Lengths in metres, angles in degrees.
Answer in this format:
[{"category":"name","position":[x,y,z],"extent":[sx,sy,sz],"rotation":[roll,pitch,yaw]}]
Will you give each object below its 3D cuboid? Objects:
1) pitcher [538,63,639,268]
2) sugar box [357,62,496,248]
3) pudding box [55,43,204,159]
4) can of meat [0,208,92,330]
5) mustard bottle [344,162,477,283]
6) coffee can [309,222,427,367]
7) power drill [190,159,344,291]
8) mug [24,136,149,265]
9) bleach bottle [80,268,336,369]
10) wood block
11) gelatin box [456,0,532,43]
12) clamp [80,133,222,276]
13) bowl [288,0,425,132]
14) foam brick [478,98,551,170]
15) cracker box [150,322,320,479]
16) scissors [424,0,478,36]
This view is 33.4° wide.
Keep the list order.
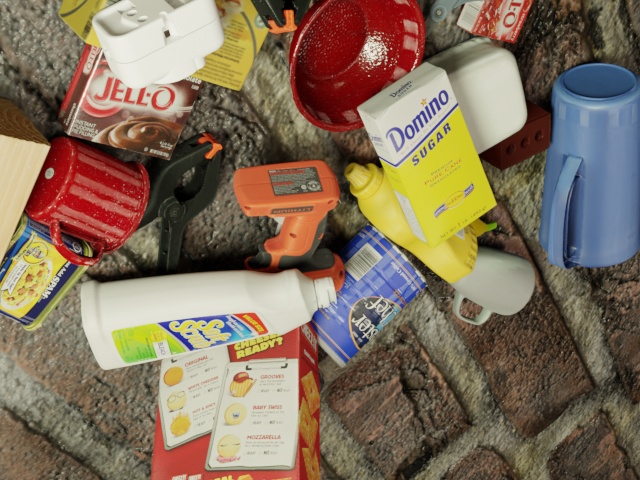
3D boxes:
[{"category":"pitcher","position":[0.340,-0.089,1.342],"extent":[0.145,0.149,0.243],"rotation":[-10,127,-2]},{"category":"sugar box","position":[0.115,-0.087,1.122],"extent":[0.093,0.048,0.176],"rotation":[-35,125,-11]},{"category":"pudding box","position":[-0.174,-0.131,0.980],"extent":[0.113,0.039,0.090],"rotation":[11,114,-42]},{"category":"can of meat","position":[-0.281,0.023,1.001],"extent":[0.102,0.057,0.083],"rotation":[-50,135,4]},{"category":"mustard bottle","position":[0.099,-0.033,1.219],"extent":[0.058,0.096,0.191],"rotation":[-33,128,32]},{"category":"coffee can","position":[0.040,0.064,1.246],"extent":[0.140,0.103,0.102],"rotation":[-44,137,-3]},{"category":"power drill","position":[-0.057,0.001,1.114],"extent":[0.184,0.057,0.188],"rotation":[-8,144,-14]},{"category":"mug","position":[-0.218,-0.034,0.972],"extent":[0.093,0.117,0.081],"rotation":[-18,149,40]},{"category":"bleach bottle","position":[-0.109,0.068,1.089],"extent":[0.250,0.068,0.102],"rotation":[-10,143,-3]},{"category":"wood block","position":[-0.322,-0.020,0.909],"extent":[0.090,0.090,0.206],"rotation":[9,115,-46]},{"category":"gelatin box","position":[0.200,-0.267,1.173],"extent":[0.073,0.030,0.089],"rotation":[3,119,-39]},{"category":"clamp","position":[-0.163,-0.034,1.064],"extent":[0.120,0.039,0.171],"rotation":[13,109,-48]},{"category":"bowl","position":[0.026,-0.193,1.076],"extent":[0.161,0.055,0.162],"rotation":[-20,131,-25]},{"category":"foam brick","position":[0.231,-0.129,1.286],"extent":[0.078,0.051,0.053],"rotation":[-26,133,-20]},{"category":"cracker box","position":[-0.086,0.187,1.123],"extent":[0.164,0.213,0.072],"rotation":[-13,140,15]},{"category":"scissors","position":[0.146,-0.243,1.136],"extent":[0.096,0.016,0.202],"rotation":[20,110,-12]}]
